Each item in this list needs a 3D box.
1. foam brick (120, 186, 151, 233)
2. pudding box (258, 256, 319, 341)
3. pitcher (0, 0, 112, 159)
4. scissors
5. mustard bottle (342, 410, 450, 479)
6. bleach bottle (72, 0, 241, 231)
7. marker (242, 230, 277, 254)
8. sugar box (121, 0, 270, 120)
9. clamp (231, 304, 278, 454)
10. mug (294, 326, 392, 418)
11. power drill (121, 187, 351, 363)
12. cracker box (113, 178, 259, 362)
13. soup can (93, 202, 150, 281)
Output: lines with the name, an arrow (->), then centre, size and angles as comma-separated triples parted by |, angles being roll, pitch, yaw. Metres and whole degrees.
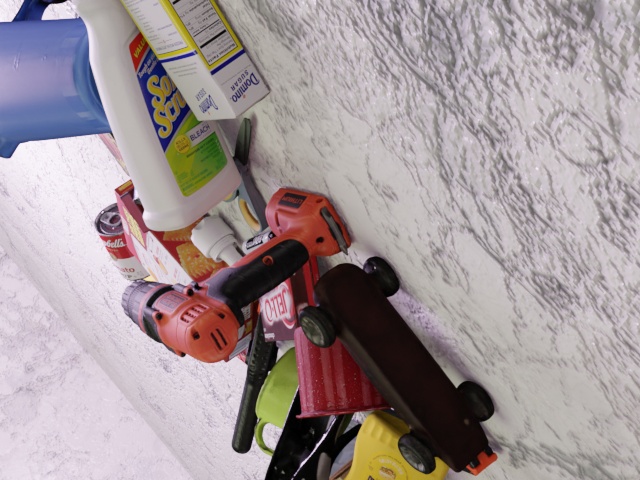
foam brick -> -0.179, -0.052, 1.212 | 0.053, 0.078, 0.051 | 57, 161, -7
pudding box -> -0.031, 0.054, 1.066 | 0.114, 0.039, 0.090 | 160, 102, -72
pitcher -> -0.258, -0.174, 1.080 | 0.243, 0.144, 0.149 | 5, 126, 47
scissors -> -0.068, -0.057, 1.041 | 0.096, 0.016, 0.202 | 52, 161, -5
mustard bottle -> 0.056, 0.275, 1.098 | 0.096, 0.192, 0.058 | 29, -162, 17
bleach bottle -> -0.161, -0.140, 0.962 | 0.068, 0.102, 0.251 | 0, 122, 44
marker -> -0.057, 0.001, 1.114 | 0.020, 0.020, 0.121 | 55, 161, -7
sugar box -> -0.118, -0.184, 0.889 | 0.176, 0.048, 0.093 | 56, 161, -20
clamp -> -0.068, 0.132, 1.271 | 0.036, 0.164, 0.210 | 13, 133, 0
mug -> 0.018, 0.117, 0.978 | 0.117, 0.093, 0.081 | 136, 128, -76
power drill -> -0.078, 0.028, 0.954 | 0.185, 0.187, 0.057 | 18, 143, 57
cracker box -> -0.157, 0.029, 1.316 | 0.214, 0.072, 0.164 | 47, 160, 17
soup can -> -0.280, 0.002, 1.555 | 0.069, 0.068, 0.102 | 36, 156, 39
